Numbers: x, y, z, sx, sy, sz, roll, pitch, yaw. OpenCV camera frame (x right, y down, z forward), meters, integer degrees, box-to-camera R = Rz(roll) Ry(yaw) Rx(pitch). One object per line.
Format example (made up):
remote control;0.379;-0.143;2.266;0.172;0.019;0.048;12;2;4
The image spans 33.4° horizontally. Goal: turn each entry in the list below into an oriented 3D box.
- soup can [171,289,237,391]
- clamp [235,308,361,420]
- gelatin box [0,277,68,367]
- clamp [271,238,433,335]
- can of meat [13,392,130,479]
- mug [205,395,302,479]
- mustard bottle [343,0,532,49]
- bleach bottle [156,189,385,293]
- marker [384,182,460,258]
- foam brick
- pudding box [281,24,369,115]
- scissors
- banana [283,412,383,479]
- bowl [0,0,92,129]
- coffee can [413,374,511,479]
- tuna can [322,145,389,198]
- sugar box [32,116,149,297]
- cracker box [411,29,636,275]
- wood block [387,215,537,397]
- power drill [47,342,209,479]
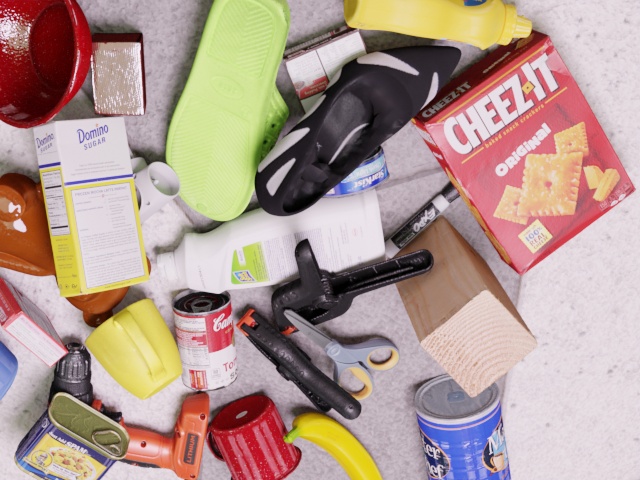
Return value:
soup can;-0.132;0.113;1.222;0.068;0.068;0.102;-5;113;-4
clamp;-0.024;0.147;1.227;0.171;0.120;0.039;44;70;-18
gelatin box;-0.325;0.090;1.173;0.030;0.073;0.089;-41;135;-5
clamp;-0.001;0.051;1.165;0.164;0.036;0.210;10;149;-35
can of meat;-0.281;0.234;1.204;0.102;0.057;0.084;35;112;-16
mug;-0.089;0.239;1.275;0.117;0.093;0.081;-8;113;37
mustard bottle;0.123;-0.233;1.092;0.191;0.096;0.058;9;110;-9
bleach bottle;-0.058;0.001;1.185;0.251;0.068;0.102;-10;123;0
marker;0.119;-0.026;1.217;0.121;0.020;0.020;-43;110;11
foam brick;-0.209;-0.173;1.106;0.051;0.053;0.078;-2;111;-5
pudding box;0.019;-0.164;1.141;0.090;0.039;0.113;-23;115;3
scissors;0.032;0.117;1.233;0.096;0.016;0.201;-32;134;-5
banana;0.024;0.264;1.303;0.037;0.069;0.197;-17;131;43
bowl;-0.280;-0.193;1.064;0.162;0.055;0.162;6;100;33
coffee can;0.173;0.245;1.288;0.103;0.103;0.140;-12;113;-1
tuna can;0.030;-0.077;1.152;0.086;0.086;0.034;-14;111;0
sugar box;-0.234;-0.036;1.095;0.048;0.093;0.176;-8;92;39
cracker box;0.222;-0.095;1.163;0.164;0.072;0.213;-36;112;0
wood block;0.148;0.065;1.156;0.090;0.206;0.090;-41;110;10
power drill;-0.228;0.210;1.259;0.187;0.057;0.184;8;115;-6
